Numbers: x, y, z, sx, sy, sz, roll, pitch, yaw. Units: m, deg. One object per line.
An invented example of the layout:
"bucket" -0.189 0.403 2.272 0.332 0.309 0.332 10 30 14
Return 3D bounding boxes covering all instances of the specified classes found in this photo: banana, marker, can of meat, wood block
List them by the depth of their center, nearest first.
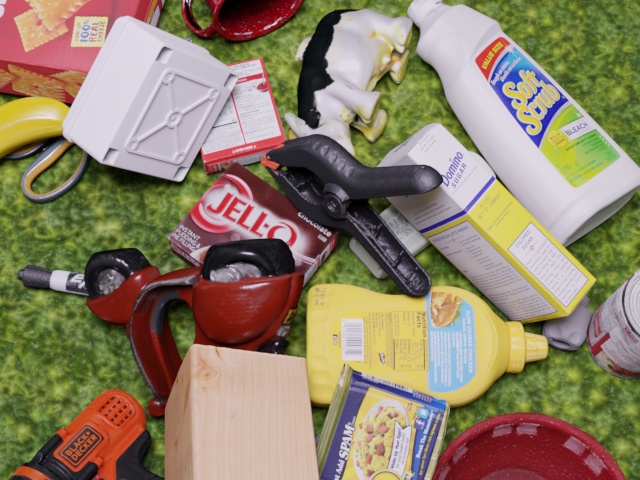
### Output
"wood block" -0.055 0.184 0.732 0.090 0.090 0.206 9 46 -18
"can of meat" 0.041 0.151 0.782 0.084 0.057 0.102 18 83 2
"marker" -0.189 0.037 0.878 0.121 0.020 0.020 9 71 1
"banana" -0.281 -0.065 0.888 0.198 0.037 0.070 -33 68 1

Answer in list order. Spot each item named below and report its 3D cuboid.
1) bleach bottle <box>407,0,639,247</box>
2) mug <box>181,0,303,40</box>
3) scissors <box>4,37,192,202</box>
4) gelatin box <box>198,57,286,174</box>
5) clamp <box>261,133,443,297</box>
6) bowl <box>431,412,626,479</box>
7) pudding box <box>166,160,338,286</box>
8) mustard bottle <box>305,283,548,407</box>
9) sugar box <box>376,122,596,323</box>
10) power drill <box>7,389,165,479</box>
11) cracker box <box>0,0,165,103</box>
"bleach bottle" 0.157 -0.114 0.914 0.102 0.068 0.251 -30 72 -30
"mug" -0.078 -0.231 0.947 0.117 0.093 0.081 -39 67 24
"scissors" -0.207 -0.123 0.936 0.096 0.016 0.201 30 72 9
"gelatin box" -0.075 -0.109 0.927 0.073 0.030 0.089 -14 71 -5
"clamp" 0.026 -0.040 0.824 0.172 0.120 0.039 35 45 21
"bowl" 0.153 0.215 0.806 0.162 0.055 0.162 0 71 -1
"pudding box" -0.056 0.001 0.884 0.113 0.039 0.090 35 72 10
"mustard bottle" 0.084 0.084 0.849 0.191 0.058 0.096 0 72 -1
"sugar box" 0.124 -0.011 0.840 0.176 0.093 0.048 47 71 -6
"power drill" -0.140 0.216 0.769 0.188 0.057 0.184 36 48 7
"cracker box" -0.250 -0.211 0.928 0.214 0.072 0.164 10 68 5
